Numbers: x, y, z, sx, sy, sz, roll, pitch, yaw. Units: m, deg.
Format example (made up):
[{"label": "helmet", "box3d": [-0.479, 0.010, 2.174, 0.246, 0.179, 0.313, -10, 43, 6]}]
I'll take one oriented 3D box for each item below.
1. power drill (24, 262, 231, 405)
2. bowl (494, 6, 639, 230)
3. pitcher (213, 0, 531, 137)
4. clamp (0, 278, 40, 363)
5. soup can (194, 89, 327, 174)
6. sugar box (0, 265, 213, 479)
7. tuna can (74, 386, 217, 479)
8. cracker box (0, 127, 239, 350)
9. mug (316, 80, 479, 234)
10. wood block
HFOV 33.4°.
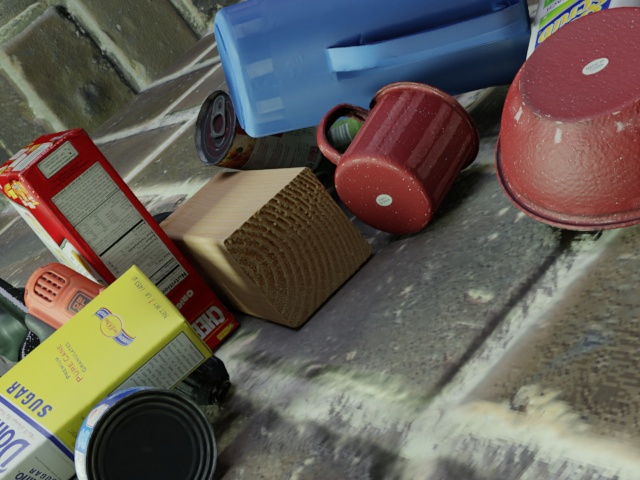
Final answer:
[{"label": "power drill", "box3d": [-0.182, 0.126, 0.793, 0.185, 0.057, 0.187, 27, 73, 22]}, {"label": "bowl", "box3d": [0.168, -0.084, 0.620, 0.162, 0.055, 0.162, -21, 43, 20]}, {"label": "pitcher", "box3d": [0.043, -0.163, 0.866, 0.242, 0.145, 0.149, -16, -26, -6]}, {"label": "clamp", "box3d": [-0.236, 0.078, 1.031, 0.164, 0.036, 0.210, -18, 46, -12]}, {"label": "soup can", "box3d": [-0.053, -0.094, 0.965, 0.069, 0.102, 0.068, -13, 74, 52]}, {"label": "sugar box", "box3d": [-0.168, 0.103, 0.726, 0.176, 0.048, 0.093, -40, 38, -11]}, {"label": "tuna can", "box3d": [-0.111, 0.135, 0.676, 0.086, 0.086, 0.034, -46, 17, -21]}, {"label": "cracker box", "box3d": [-0.180, 0.006, 0.918, 0.072, 0.213, 0.164, -43, 18, -17]}, {"label": "mug", "box3d": [0.052, -0.065, 0.806, 0.081, 0.117, 0.093, -57, -7, -34]}, {"label": "wood block", "box3d": [-0.056, 0.002, 0.887, 0.090, 0.090, 0.206, -44, 18, -16]}]
